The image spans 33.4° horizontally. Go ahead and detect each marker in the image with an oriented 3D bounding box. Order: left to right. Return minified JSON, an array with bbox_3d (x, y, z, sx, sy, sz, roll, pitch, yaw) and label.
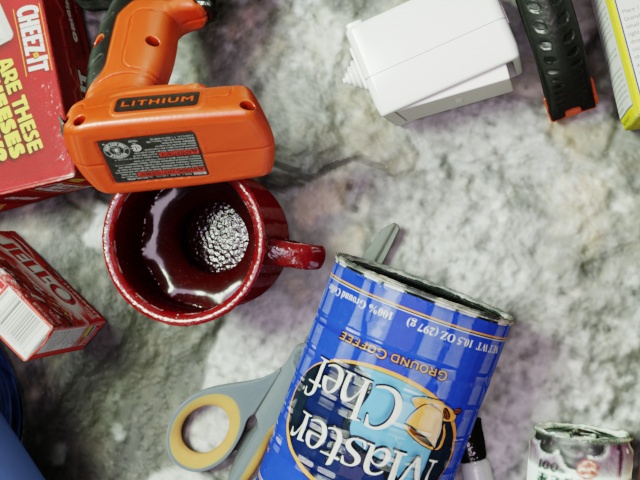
[{"bbox_3d":[0.095,0.156,0.607,0.020,0.020,0.121,-14,87,12],"label":"marker"}]

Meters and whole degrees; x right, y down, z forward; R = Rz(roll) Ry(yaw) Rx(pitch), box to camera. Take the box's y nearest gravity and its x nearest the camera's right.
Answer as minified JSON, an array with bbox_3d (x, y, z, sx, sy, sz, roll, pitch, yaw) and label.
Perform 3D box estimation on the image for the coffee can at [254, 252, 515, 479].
[{"bbox_3d":[0.033,0.089,0.577,0.103,0.102,0.140,21,94,12],"label":"coffee can"}]

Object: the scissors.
[{"bbox_3d":[-0.029,0.071,0.637,0.096,0.016,0.202,19,94,12],"label":"scissors"}]

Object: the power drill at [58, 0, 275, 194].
[{"bbox_3d":[-0.063,-0.118,0.584,0.184,0.057,0.187,-8,53,7],"label":"power drill"}]

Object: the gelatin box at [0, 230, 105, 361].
[{"bbox_3d":[-0.182,0.030,0.643,0.089,0.073,0.030,42,98,10],"label":"gelatin box"}]

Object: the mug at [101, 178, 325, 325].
[{"bbox_3d":[-0.054,0.001,0.608,0.117,0.081,0.093,6,91,13],"label":"mug"}]

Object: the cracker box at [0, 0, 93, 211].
[{"bbox_3d":[-0.249,-0.092,0.659,0.214,0.072,0.164,-12,88,12],"label":"cracker box"}]
